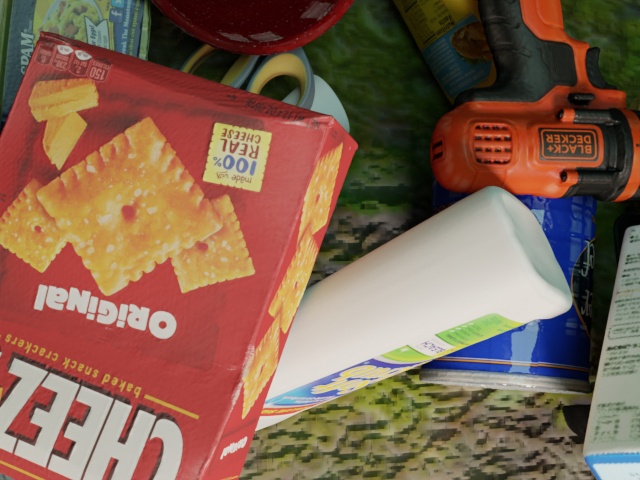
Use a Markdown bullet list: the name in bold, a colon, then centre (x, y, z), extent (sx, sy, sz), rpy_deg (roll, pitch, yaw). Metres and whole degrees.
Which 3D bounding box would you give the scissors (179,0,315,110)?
- **scissors**: centre (-0.009, -0.138, 0.664), extent (0.096, 0.016, 0.201), rpy_deg (35, 73, 25)

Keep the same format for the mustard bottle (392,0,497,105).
- **mustard bottle**: centre (0.094, -0.135, 0.672), extent (0.058, 0.096, 0.191), rpy_deg (-30, 92, -21)

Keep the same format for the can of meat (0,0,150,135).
- **can of meat**: centre (-0.145, -0.104, 0.612), extent (0.083, 0.057, 0.102), rpy_deg (5, 94, -18)

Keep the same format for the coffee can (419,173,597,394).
- **coffee can**: centre (0.116, 0.021, 0.657), extent (0.102, 0.103, 0.140), rpy_deg (7, 81, -16)

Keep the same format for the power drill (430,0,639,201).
- **power drill**: centre (0.149, -0.115, 0.599), extent (0.184, 0.057, 0.187), rpy_deg (0, 82, -14)

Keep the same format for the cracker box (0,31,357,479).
- **cracker box**: centre (-0.096, 0.020, 0.532), extent (0.164, 0.072, 0.214), rpy_deg (19, 87, 15)

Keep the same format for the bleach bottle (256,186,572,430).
- **bleach bottle**: centre (0.006, 0.057, 0.590), extent (0.251, 0.102, 0.068), rpy_deg (-28, 70, 19)

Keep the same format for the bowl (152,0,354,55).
- **bowl**: centre (-0.049, -0.190, 0.627), extent (0.161, 0.055, 0.162), rpy_deg (-4, 98, -26)
